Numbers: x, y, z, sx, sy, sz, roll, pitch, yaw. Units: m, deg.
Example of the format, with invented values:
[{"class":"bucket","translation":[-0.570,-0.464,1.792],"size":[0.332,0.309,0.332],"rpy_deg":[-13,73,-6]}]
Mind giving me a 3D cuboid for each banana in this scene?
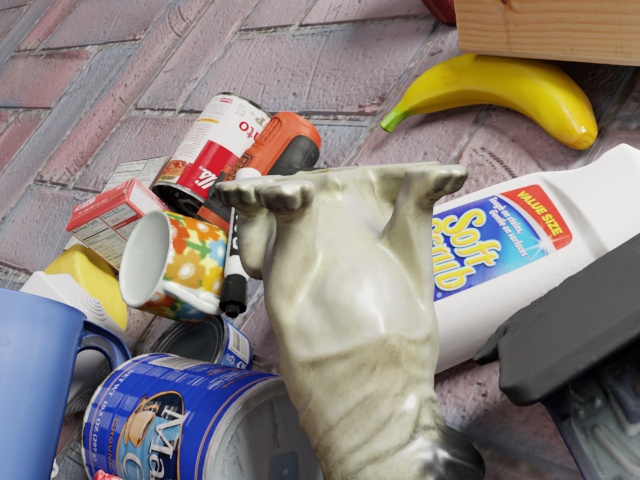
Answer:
[{"class":"banana","translation":[0.121,-0.097,0.728],"size":[0.198,0.037,0.069],"rpy_deg":[12,81,55]}]

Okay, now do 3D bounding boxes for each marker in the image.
[{"class":"marker","translation":[-0.055,0.001,0.731],"size":[0.020,0.020,0.121],"rpy_deg":[-24,44,31]}]

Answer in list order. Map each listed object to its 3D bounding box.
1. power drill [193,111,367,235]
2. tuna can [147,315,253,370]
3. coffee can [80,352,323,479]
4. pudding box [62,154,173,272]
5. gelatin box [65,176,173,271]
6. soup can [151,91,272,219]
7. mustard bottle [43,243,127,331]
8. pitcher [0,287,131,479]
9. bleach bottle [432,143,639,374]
[{"class":"power drill","translation":[-0.034,-0.004,0.777],"size":[0.184,0.057,0.188],"rpy_deg":[-56,34,-4]},{"class":"tuna can","translation":[-0.089,0.092,0.756],"size":[0.086,0.033,0.086],"rpy_deg":[-30,35,24]},{"class":"coffee can","translation":[-0.062,0.123,0.626],"size":[0.141,0.102,0.102],"rpy_deg":[2,55,50]},{"class":"pudding box","translation":[-0.177,-0.024,0.984],"size":[0.090,0.039,0.113],"rpy_deg":[-3,49,48]},{"class":"gelatin box","translation":[-0.154,-0.006,0.888],"size":[0.073,0.089,0.030],"rpy_deg":[-23,39,33]},{"class":"soup can","translation":[-0.087,-0.066,0.898],"size":[0.069,0.068,0.102],"rpy_deg":[1,54,50]},{"class":"mustard bottle","translation":[-0.256,0.093,0.922],"size":[0.192,0.058,0.096],"rpy_deg":[-37,53,16]},{"class":"pitcher","translation":[-0.233,0.155,0.727],"size":[0.149,0.144,0.243],"rpy_deg":[-3,73,32]},{"class":"bleach bottle","translation":[0.100,0.008,0.606],"size":[0.251,0.068,0.102],"rpy_deg":[-28,41,24]}]
